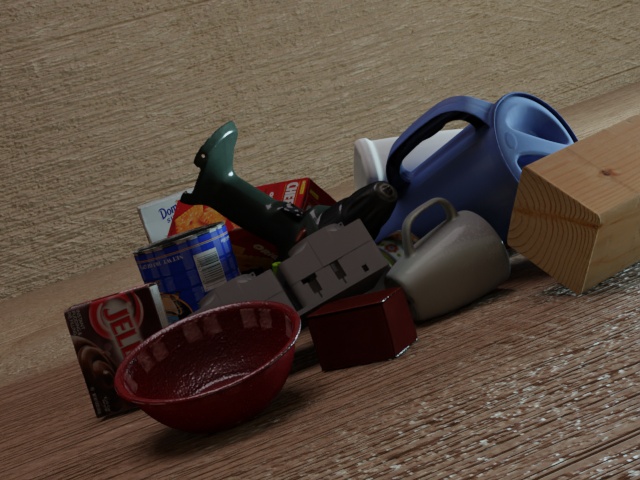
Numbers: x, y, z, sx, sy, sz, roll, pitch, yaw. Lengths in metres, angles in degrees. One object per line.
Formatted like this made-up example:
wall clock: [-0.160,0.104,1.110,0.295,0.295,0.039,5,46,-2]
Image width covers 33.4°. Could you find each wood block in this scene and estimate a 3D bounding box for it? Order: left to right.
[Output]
wood block: [0.278,-0.045,0.964,0.205,0.090,0.091,-24,46,-29]

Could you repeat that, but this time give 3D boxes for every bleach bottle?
bleach bottle: [0.167,-0.094,1.251,0.250,0.068,0.102,-12,-32,-7]

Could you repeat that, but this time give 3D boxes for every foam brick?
foam brick: [0.037,0.077,0.940,0.078,0.051,0.052,-14,6,30]

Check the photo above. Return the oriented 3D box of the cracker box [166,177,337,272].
cracker box: [-0.059,0.002,1.334,0.214,0.072,0.164,-6,-31,37]

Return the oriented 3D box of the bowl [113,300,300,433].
bowl: [-0.086,0.111,0.883,0.162,0.055,0.162,-16,20,6]

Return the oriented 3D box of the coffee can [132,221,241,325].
coffee can: [-0.128,0.062,1.134,0.103,0.140,0.103,-18,6,2]

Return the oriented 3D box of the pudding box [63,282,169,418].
pudding box: [-0.189,0.106,1.044,0.090,0.113,0.039,-17,3,8]

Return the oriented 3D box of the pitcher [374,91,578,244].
pitcher: [0.143,-0.047,1.118,0.144,0.149,0.243,-13,-15,-43]

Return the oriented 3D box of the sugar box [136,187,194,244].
sugar box: [-0.176,0.023,1.439,0.093,0.176,0.048,-19,6,-11]
